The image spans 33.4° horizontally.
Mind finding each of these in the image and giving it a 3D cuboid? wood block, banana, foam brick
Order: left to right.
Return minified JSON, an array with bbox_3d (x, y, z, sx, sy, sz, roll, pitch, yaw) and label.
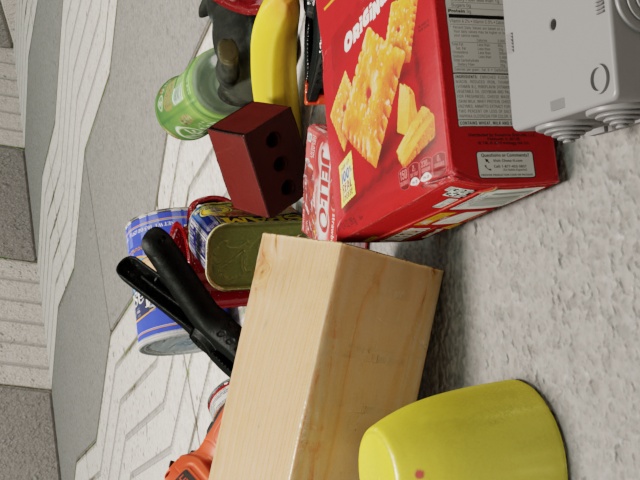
[{"bbox_3d":[-0.048,-0.066,0.863,0.051,0.052,0.078,17,134,46],"label":"foam brick"},{"bbox_3d":[-0.031,-0.132,0.873,0.070,0.037,0.198,46,153,39],"label":"banana"},{"bbox_3d":[-0.001,0.107,0.686,0.091,0.090,0.206,7,84,54],"label":"wood block"}]

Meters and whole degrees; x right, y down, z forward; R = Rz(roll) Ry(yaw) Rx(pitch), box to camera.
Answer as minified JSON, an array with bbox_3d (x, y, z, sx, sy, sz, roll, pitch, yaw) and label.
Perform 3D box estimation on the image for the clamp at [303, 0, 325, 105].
[{"bbox_3d":[0.005,-0.189,0.799,0.120,0.039,0.171,-93,10,-57],"label":"clamp"}]

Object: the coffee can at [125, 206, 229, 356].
[{"bbox_3d":[-0.155,0.046,1.163,0.103,0.102,0.140,135,129,-63],"label":"coffee can"}]

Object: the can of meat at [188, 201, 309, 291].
[{"bbox_3d":[-0.056,0.001,0.899,0.084,0.102,0.057,-139,49,-66],"label":"can of meat"}]

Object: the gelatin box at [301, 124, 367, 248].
[{"bbox_3d":[0.012,-0.038,0.811,0.073,0.030,0.089,-137,48,-62],"label":"gelatin box"}]

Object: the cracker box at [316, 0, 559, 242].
[{"bbox_3d":[0.055,-0.117,0.626,0.164,0.072,0.214,153,113,-67],"label":"cracker box"}]

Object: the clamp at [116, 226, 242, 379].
[{"bbox_3d":[-0.096,0.073,0.933,0.210,0.036,0.165,44,161,1],"label":"clamp"}]

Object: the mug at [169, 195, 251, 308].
[{"bbox_3d":[-0.101,0.014,1.046,0.093,0.081,0.117,170,96,-69],"label":"mug"}]
